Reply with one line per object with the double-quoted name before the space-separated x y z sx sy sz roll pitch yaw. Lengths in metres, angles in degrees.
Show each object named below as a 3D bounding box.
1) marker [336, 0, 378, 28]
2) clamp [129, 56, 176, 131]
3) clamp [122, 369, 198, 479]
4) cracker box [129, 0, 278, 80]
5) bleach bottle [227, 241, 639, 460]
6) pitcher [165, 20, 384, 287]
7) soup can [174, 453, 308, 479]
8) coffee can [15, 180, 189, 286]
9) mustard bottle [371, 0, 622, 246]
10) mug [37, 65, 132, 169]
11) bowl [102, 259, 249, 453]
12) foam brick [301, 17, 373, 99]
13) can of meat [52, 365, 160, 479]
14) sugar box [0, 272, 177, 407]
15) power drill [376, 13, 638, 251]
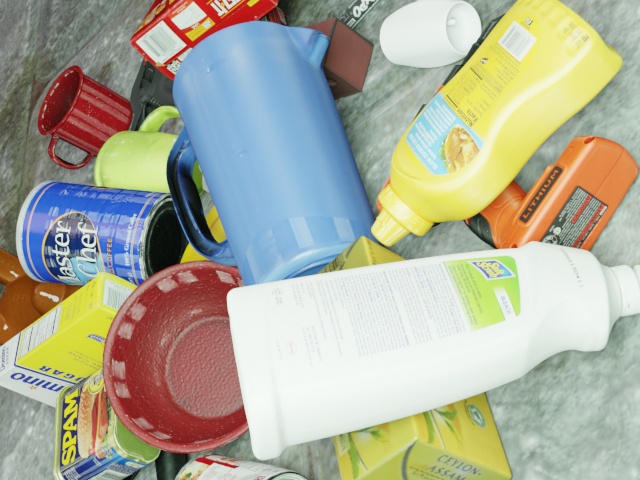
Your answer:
"marker" 0.044 -0.226 1.000 0.121 0.020 0.020 -44 40 23
"clamp" -0.182 -0.162 1.215 0.120 0.039 0.171 -29 47 31
"clamp" -0.151 0.170 0.963 0.165 0.036 0.210 -17 53 43
"cracker box" -0.091 -0.281 1.109 0.164 0.072 0.213 -28 29 38
"bleach bottle" 0.076 0.055 0.631 0.250 0.068 0.102 -9 49 -6
"pitcher" -0.038 -0.044 0.861 0.149 0.144 0.243 100 156 -50
"soup can" -0.057 0.201 0.806 0.102 0.068 0.068 -2 66 49
"coffee can" -0.209 -0.002 1.043 0.140 0.102 0.103 6 70 21
"mustard bottle" 0.102 -0.070 0.698 0.192 0.058 0.096 -48 35 14
"mug" -0.287 -0.141 1.290 0.093 0.081 0.117 8 74 52
"bowl" -0.098 0.101 0.896 0.162 0.055 0.162 -5 70 14
"foam brick" 0.000 -0.164 0.984 0.078 0.052 0.051 -6 63 49
"can of meat" -0.184 0.160 0.930 0.084 0.057 0.102 -32 48 32
"sugar box" -0.217 0.099 0.990 0.176 0.093 0.048 -35 40 33
"power drill" 0.134 -0.063 0.756 0.184 0.057 0.188 -60 33 8
